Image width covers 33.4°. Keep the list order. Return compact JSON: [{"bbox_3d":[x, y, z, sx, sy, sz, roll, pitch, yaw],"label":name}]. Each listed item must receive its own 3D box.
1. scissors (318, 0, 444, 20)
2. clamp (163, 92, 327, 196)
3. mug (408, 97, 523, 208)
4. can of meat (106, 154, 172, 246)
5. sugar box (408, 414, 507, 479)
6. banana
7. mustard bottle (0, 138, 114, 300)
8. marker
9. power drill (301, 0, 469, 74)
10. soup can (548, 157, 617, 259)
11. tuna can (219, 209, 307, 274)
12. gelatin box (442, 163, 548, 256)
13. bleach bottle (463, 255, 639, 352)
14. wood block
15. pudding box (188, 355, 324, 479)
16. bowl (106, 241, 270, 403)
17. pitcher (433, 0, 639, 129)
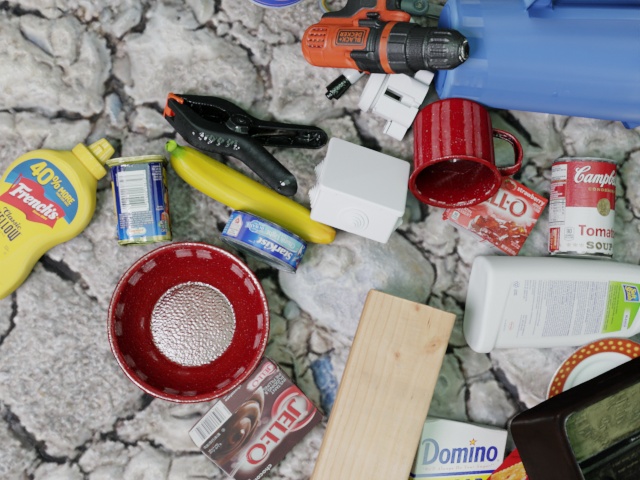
[{"bbox_3d":[0.097,-0.271,1.149,0.201,0.016,0.096,-2,87,-6],"label":"scissors"},{"bbox_3d":[-0.081,-0.101,1.082,0.171,0.120,0.039,15,121,-1],"label":"clamp"},{"bbox_3d":[0.148,-0.091,1.090,0.117,0.093,0.081,0,58,4],"label":"mug"},{"bbox_3d":[-0.178,-0.038,1.064,0.057,0.102,0.084,-5,89,-5],"label":"can of meat"},{"bbox_3d":[0.132,0.274,1.106,0.093,0.048,0.176,10,87,-5],"label":"sugar box"},{"bbox_3d":[-0.077,-0.046,1.091,0.197,0.070,0.037,27,94,-16],"label":"banana"},{"bbox_3d":[-0.285,-0.035,1.074,0.191,0.058,0.096,-42,87,-7],"label":"mustard bottle"},{"bbox_3d":[0.052,-0.193,1.130,0.121,0.020,0.020,-43,92,1],"label":"marker"},{"bbox_3d":[0.078,-0.257,1.071,0.185,0.057,0.187,9,79,31],"label":"power drill"},{"bbox_3d":[0.277,-0.033,1.128,0.068,0.068,0.102,4,87,-6],"label":"soup can"},{"bbox_3d":[-0.057,0.001,1.082,0.086,0.086,0.034,26,83,-4],"label":"tuna can"},{"bbox_3d":[0.185,-0.033,1.137,0.089,0.030,0.073,31,84,-4],"label":"gelatin box"},{"bbox_3d":[0.282,0.071,1.124,0.250,0.068,0.102,3,106,-11],"label":"bleach bottle"},{"bbox_3d":[0.061,0.161,1.078,0.090,0.091,0.206,17,85,2],"label":"wood block"},{"bbox_3d":[-0.064,0.184,1.074,0.113,0.039,0.090,-43,125,-5],"label":"pudding box"},{"bbox_3d":[-0.131,0.084,1.080,0.162,0.055,0.162,0,83,-2],"label":"bowl"},{"bbox_3d":[0.246,-0.199,1.100,0.242,0.145,0.149,3,90,-3],"label":"pitcher"}]
